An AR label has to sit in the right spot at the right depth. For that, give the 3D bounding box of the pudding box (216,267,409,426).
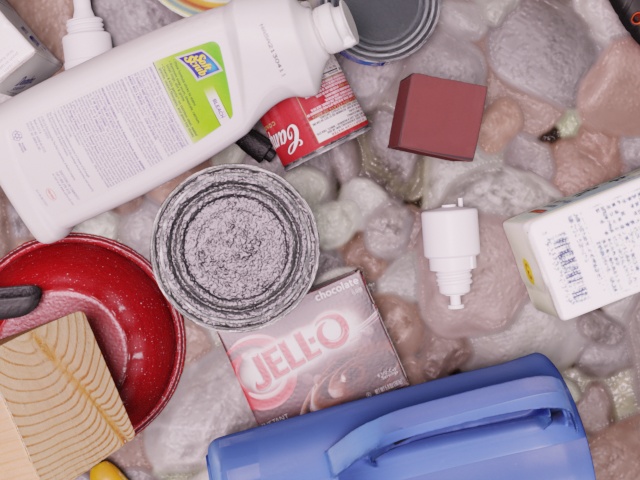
[{"bbox_3d":[-0.006,0.082,0.763,0.113,0.039,0.090,-24,94,-1],"label":"pudding box"}]

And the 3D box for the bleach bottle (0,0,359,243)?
[{"bbox_3d":[-0.092,-0.087,0.694,0.251,0.068,0.102,-20,114,15],"label":"bleach bottle"}]

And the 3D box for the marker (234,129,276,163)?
[{"bbox_3d":[-0.083,-0.094,0.758,0.121,0.020,0.020,35,91,-4],"label":"marker"}]

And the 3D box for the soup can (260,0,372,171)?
[{"bbox_3d":[-0.016,-0.108,0.737,0.068,0.068,0.102,-26,94,-1],"label":"soup can"}]

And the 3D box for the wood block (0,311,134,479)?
[{"bbox_3d":[-0.235,0.123,0.683,0.206,0.090,0.091,-20,94,29],"label":"wood block"}]

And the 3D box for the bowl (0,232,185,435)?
[{"bbox_3d":[-0.177,0.076,0.747,0.162,0.055,0.162,0,93,-3],"label":"bowl"}]

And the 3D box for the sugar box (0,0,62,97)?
[{"bbox_3d":[-0.253,-0.174,0.709,0.048,0.093,0.176,-39,94,0],"label":"sugar box"}]

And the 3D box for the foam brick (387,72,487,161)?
[{"bbox_3d":[0.079,-0.084,0.738,0.053,0.078,0.051,11,94,-4],"label":"foam brick"}]

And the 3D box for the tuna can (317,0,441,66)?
[{"bbox_3d":[0.040,-0.167,0.753,0.086,0.034,0.086,0,93,-3],"label":"tuna can"}]

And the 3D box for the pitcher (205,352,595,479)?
[{"bbox_3d":[0.051,0.156,0.703,0.242,0.145,0.149,-11,103,-7],"label":"pitcher"}]

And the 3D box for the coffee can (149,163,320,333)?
[{"bbox_3d":[-0.055,0.001,0.705,0.102,0.140,0.103,0,93,-3],"label":"coffee can"}]
